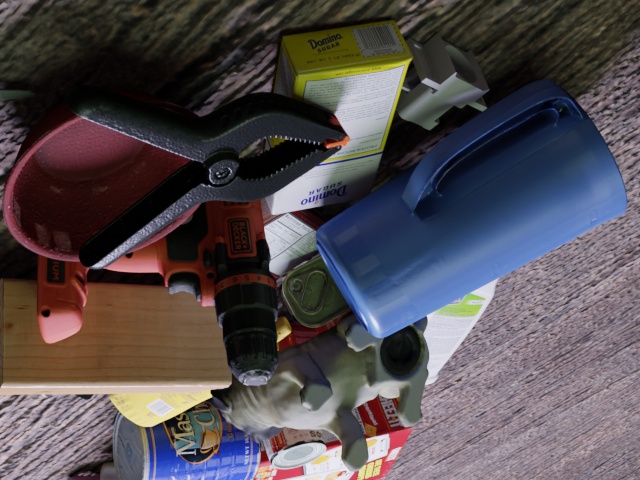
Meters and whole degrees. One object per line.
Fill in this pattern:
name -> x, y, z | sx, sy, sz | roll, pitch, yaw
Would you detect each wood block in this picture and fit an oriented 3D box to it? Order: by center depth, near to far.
wood block -> -0.190, 0.089, 0.940 | 0.205, 0.090, 0.091 | 4, 167, -32

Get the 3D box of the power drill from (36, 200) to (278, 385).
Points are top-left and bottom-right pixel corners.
power drill -> -0.129, 0.036, 0.853 | 0.187, 0.184, 0.057 | -3, 147, -9

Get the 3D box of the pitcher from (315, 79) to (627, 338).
pitcher -> 0.120, -0.027, 0.892 | 0.243, 0.149, 0.145 | -30, -168, -3

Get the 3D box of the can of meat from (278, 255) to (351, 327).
can of meat -> 0.011, 0.040, 1.007 | 0.102, 0.057, 0.084 | -28, 179, -9

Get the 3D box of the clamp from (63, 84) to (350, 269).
clamp -> -0.080, -0.064, 0.747 | 0.209, 0.036, 0.164 | -18, 144, -14

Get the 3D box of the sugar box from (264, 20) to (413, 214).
sugar box -> 0.007, -0.093, 0.845 | 0.093, 0.048, 0.176 | -11, 151, -17

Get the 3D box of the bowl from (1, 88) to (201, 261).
bowl -> -0.158, -0.058, 0.781 | 0.162, 0.055, 0.162 | -20, 146, -14

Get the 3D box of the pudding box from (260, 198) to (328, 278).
pudding box -> -0.056, 0.001, 0.963 | 0.114, 0.039, 0.090 | -32, 148, 16

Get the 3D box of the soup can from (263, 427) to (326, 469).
soup can -> -0.039, 0.202, 1.226 | 0.068, 0.102, 0.068 | -15, 148, -9

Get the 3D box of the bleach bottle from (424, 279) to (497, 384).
bleach bottle -> 0.140, 0.065, 1.156 | 0.102, 0.068, 0.251 | 1, 141, -33

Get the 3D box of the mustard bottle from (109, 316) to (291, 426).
mustard bottle -> -0.118, 0.127, 1.104 | 0.192, 0.058, 0.096 | -26, 144, 10

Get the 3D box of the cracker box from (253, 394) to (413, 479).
cracker box -> -0.005, 0.270, 1.386 | 0.213, 0.072, 0.164 | -10, 148, -19

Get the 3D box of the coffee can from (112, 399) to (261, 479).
coffee can -> -0.152, 0.233, 1.209 | 0.140, 0.103, 0.103 | -1, 144, -29
